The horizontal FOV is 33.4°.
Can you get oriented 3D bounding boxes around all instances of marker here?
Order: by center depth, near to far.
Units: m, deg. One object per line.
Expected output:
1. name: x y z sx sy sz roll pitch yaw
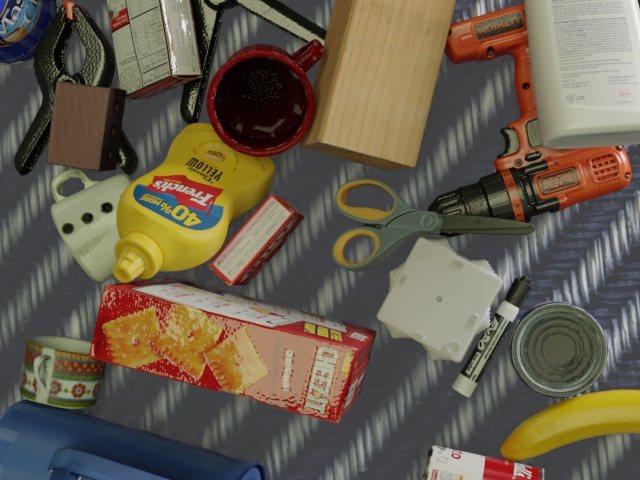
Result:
1. marker: 0.157 0.085 0.965 0.020 0.020 0.121 30 92 8

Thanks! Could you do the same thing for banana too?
1. banana: 0.259 0.165 0.938 0.198 0.037 0.069 2 87 8

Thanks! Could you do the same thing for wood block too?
1. wood block: 0.054 -0.173 0.944 0.090 0.091 0.206 14 90 -13

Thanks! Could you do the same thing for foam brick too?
1. foam brick: -0.214 -0.104 0.977 0.051 0.053 0.078 9 96 4

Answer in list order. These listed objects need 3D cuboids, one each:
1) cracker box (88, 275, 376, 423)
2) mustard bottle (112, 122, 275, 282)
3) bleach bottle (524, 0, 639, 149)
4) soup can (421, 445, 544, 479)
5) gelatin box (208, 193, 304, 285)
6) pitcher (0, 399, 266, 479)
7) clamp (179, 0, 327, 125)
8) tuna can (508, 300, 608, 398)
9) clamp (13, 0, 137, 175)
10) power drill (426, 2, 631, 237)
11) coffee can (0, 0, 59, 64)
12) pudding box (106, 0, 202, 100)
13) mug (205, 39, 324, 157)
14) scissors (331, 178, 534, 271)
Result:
1. cracker box: -0.069 0.090 0.924 0.214 0.164 0.072 14 93 8
2. mustard bottle: -0.122 -0.027 0.932 0.096 0.191 0.058 28 135 8
3. bleach bottle: 0.223 -0.206 0.899 0.102 0.068 0.251 -3 82 -3
4. soup can: 0.139 0.223 0.937 0.102 0.068 0.068 11 89 9
5. gelatin box: -0.056 0.001 0.972 0.030 0.073 0.089 41 93 7
6. pitcher: -0.180 0.221 0.940 0.243 0.144 0.149 16 112 15
7. clamp: -0.080 -0.229 1.004 0.164 0.036 0.210 -17 89 5
8. tuna can: 0.211 0.097 0.950 0.086 0.033 0.086 0 87 8
9. clamp: -0.226 -0.139 1.021 0.120 0.039 0.171 8 95 1
10. power drill: 0.165 -0.107 0.955 0.184 0.057 0.187 -16 88 3
11. coffee can: -0.316 -0.227 0.984 0.103 0.140 0.103 0 87 8
12. pudding box: -0.155 -0.194 0.987 0.090 0.039 0.113 -10 91 48
13. mug: -0.044 -0.137 0.948 0.117 0.081 0.093 -42 105 12
14. scissors: 0.084 0.000 0.931 0.202 0.016 0.096 24 89 39
